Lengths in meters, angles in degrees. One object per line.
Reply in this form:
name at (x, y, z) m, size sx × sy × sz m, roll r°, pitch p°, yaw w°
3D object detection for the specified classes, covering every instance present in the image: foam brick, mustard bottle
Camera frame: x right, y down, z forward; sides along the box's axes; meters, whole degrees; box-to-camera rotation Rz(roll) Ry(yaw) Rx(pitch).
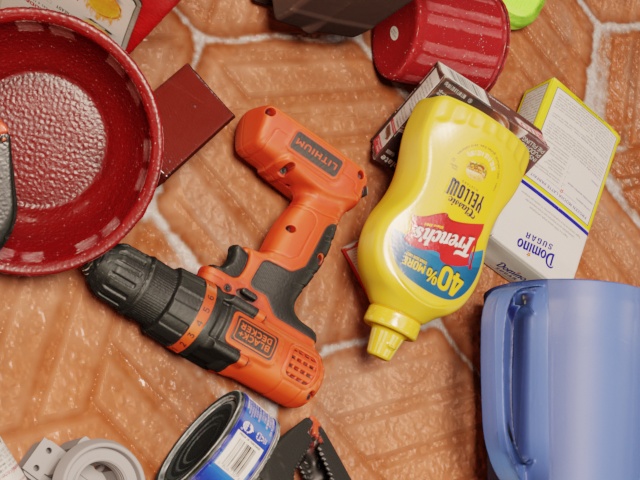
foam brick at (-0.109, -0.075, 0.738) m, size 0.051 × 0.053 × 0.078 m, roll 49°, pitch 57°, yaw -10°
mustard bottle at (0.079, -0.002, 0.780) m, size 0.096 × 0.058 × 0.191 m, roll 30°, pitch 78°, yaw -26°

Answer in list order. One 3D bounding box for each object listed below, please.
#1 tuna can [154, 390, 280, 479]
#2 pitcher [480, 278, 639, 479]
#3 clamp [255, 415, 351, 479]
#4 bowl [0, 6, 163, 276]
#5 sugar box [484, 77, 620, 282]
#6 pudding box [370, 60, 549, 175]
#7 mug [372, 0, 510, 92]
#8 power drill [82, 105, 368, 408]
tuna can at (-0.067, 0.137, 0.680) m, size 0.033 × 0.086 × 0.086 m, roll 43°, pitch 58°, yaw -12°
pitcher at (0.180, 0.152, 0.805) m, size 0.149 × 0.145 × 0.243 m, roll 5°, pitch 74°, yaw -2°
clamp at (0.001, 0.198, 0.669) m, size 0.164 × 0.036 × 0.210 m, roll 36°, pitch 26°, yaw -16°
bowl at (-0.179, -0.061, 0.665) m, size 0.162 × 0.055 × 0.162 m, roll -1°, pitch 98°, yaw -8°
sugar box at (0.194, -0.044, 0.924) m, size 0.093 × 0.048 × 0.176 m, roll 36°, pitch 63°, yaw -18°
pudding box at (0.111, -0.077, 0.853) m, size 0.113 × 0.090 × 0.039 m, roll 32°, pitch 27°, yaw -19°
mug at (0.097, -0.176, 0.870) m, size 0.081 × 0.093 × 0.117 m, roll 6°, pitch 100°, yaw -26°
power drill at (-0.055, 0.001, 0.748) m, size 0.184 × 0.057 × 0.187 m, roll 34°, pitch 63°, yaw -24°
